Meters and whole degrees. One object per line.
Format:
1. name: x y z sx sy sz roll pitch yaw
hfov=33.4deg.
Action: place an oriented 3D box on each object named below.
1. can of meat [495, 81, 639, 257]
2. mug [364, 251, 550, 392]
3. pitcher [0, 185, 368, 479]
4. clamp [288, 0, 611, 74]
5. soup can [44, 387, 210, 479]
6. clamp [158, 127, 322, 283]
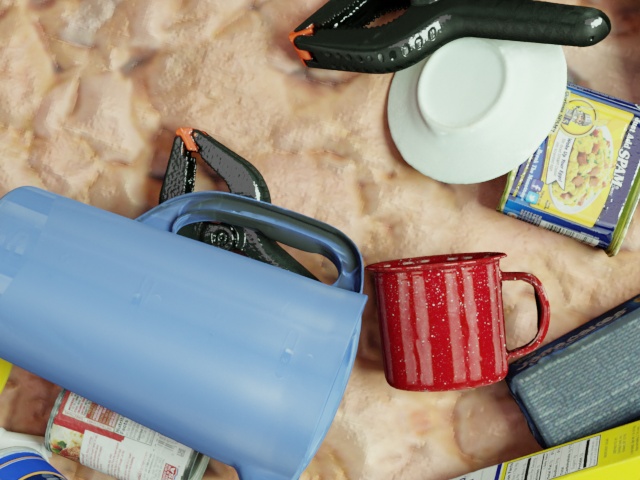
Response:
1. can of meat: 0.172 -0.051 0.709 0.084 0.057 0.102 20 90 9
2. mug: 0.091 0.051 0.698 0.117 0.093 0.081 -5 92 10
3. pitcher: -0.096 0.046 0.677 0.243 0.149 0.145 22 113 4
4. clamp: 0.081 -0.168 0.716 0.210 0.036 0.164 -11 49 20
5. soup can: -0.127 0.130 0.731 0.102 0.068 0.068 19 90 7
6. clamp: -0.055 0.001 0.743 0.120 0.039 0.171 -11 93 0
